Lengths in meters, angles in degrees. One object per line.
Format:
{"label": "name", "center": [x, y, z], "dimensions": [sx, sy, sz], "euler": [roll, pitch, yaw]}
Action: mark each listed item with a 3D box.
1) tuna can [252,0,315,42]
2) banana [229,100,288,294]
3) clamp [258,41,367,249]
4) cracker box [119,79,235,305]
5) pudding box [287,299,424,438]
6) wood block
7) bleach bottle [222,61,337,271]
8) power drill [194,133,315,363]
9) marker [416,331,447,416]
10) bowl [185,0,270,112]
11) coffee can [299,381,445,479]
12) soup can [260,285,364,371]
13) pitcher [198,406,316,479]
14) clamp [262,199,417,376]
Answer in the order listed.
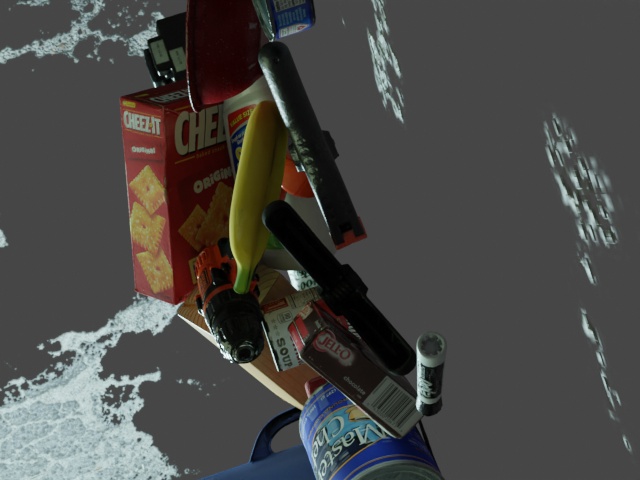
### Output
{"label": "tuna can", "center": [-0.032, -0.186, 0.749], "dimensions": [0.086, 0.033, 0.086], "euler": [161, 90, -85]}
{"label": "banana", "center": [-0.053, -0.056, 0.886], "dimensions": [0.070, 0.037, 0.197], "euler": [127, 156, -52]}
{"label": "clamp", "center": [-0.008, -0.078, 0.867], "dimensions": [0.120, 0.039, 0.171], "euler": [-68, -42, -79]}
{"label": "cracker box", "center": [-0.124, -0.060, 1.132], "dimensions": [0.072, 0.163, 0.214], "euler": [16, 117, 34]}
{"label": "pudding box", "center": [0.028, 0.103, 0.871], "dimensions": [0.113, 0.039, 0.090], "euler": [42, -177, -13]}
{"label": "wood block", "center": [-0.046, 0.106, 1.148], "dimensions": [0.091, 0.090, 0.206], "euler": [25, 165, 41]}
{"label": "bleach bottle", "center": [-0.057, -0.096, 1.075], "dimensions": [0.103, 0.068, 0.251], "euler": [6, 119, 47]}
{"label": "power drill", "center": [-0.056, 0.001, 0.978], "dimensions": [0.188, 0.057, 0.184], "euler": [-61, 25, 17]}
{"label": "marker", "center": [0.073, 0.092, 0.711], "dimensions": [0.121, 0.020, 0.020], "euler": [81, 169, -62]}
{"label": "bowl", "center": [-0.070, -0.183, 0.873], "dimensions": [0.162, 0.055, 0.162], "euler": [7, -92, -88]}
{"label": "coffee can", "center": [0.045, 0.196, 0.935], "dimensions": [0.140, 0.102, 0.103], "euler": [-117, 10, -62]}
{"label": "soup can", "center": [-0.003, 0.079, 1.030], "dimensions": [0.068, 0.102, 0.068], "euler": [162, 90, -85]}
{"label": "pitcher", "center": [-0.023, 0.284, 1.215], "dimensions": [0.149, 0.243, 0.145], "euler": [-103, -3, -54]}
{"label": "clamp", "center": [0.024, 0.048, 0.885], "dimensions": [0.164, 0.036, 0.210], "euler": [51, 180, 12]}
